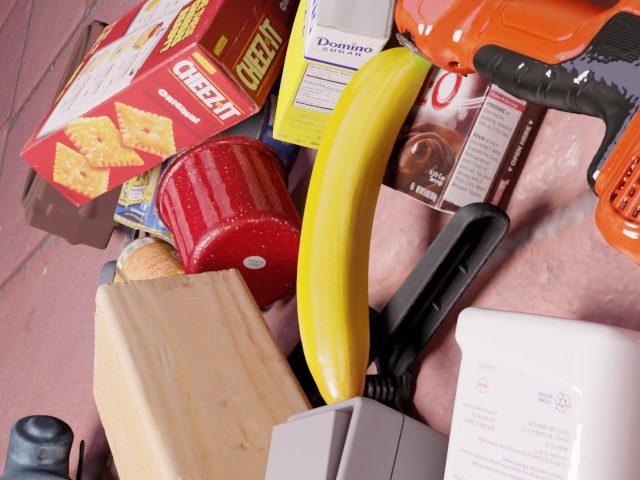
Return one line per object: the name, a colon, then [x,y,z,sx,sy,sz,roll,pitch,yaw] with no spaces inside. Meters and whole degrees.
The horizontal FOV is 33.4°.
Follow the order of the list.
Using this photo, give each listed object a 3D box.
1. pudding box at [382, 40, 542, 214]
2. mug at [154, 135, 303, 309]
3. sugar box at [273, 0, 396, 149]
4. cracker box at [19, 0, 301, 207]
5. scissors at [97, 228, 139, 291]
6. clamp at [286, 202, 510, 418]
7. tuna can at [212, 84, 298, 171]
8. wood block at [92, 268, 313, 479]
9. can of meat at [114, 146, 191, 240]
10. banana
pudding box: [0.065,-0.064,0.560,0.114,0.039,0.090,33,102,61]
mug: [-0.055,0.001,0.704,0.081,0.093,0.117,-115,18,-46]
sugar box: [0.008,-0.126,0.631,0.176,0.048,0.093,116,165,-73]
cracker box: [-0.108,-0.129,0.790,0.214,0.072,0.164,-20,35,41]
scissors: [-0.170,0.007,0.930,0.096,0.016,0.201,82,-173,-60]
clamp: [0.029,0.085,0.544,0.210,0.036,0.164,-28,56,58]
tuna can: [-0.048,-0.074,0.778,0.086,0.033,0.086,-39,43,47]
wood block: [-0.057,0.115,0.575,0.206,0.090,0.091,-123,34,-48]
can of meat: [-0.127,-0.047,0.884,0.102,0.057,0.084,18,92,62]
banana: [0.017,-0.016,0.535,0.070,0.037,0.198,-2,72,65]
